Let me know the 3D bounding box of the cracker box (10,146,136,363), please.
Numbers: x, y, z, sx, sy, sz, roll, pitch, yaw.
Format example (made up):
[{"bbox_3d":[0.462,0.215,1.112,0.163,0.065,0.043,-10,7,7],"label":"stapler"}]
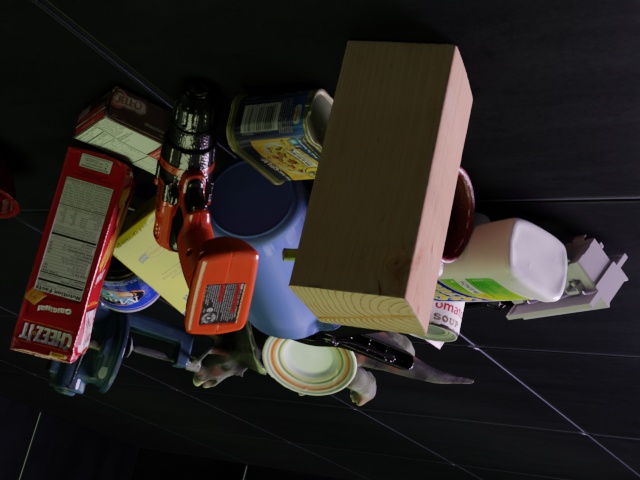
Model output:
[{"bbox_3d":[-0.258,0.017,1.142,0.072,0.214,0.164,16,176,-6],"label":"cracker box"}]

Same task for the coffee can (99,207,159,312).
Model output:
[{"bbox_3d":[-0.257,0.026,1.386,0.103,0.103,0.140,13,161,2],"label":"coffee can"}]

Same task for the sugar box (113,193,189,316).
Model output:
[{"bbox_3d":[-0.164,0.029,1.289,0.093,0.048,0.176,-35,117,21],"label":"sugar box"}]

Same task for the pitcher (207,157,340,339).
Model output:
[{"bbox_3d":[-0.058,0.001,1.168,0.149,0.145,0.243,-3,155,9],"label":"pitcher"}]

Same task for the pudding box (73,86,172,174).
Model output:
[{"bbox_3d":[-0.177,-0.105,1.062,0.113,0.039,0.090,26,159,-27],"label":"pudding box"}]

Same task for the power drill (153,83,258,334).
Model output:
[{"bbox_3d":[-0.107,-0.023,0.967,0.057,0.188,0.185,-3,132,-19],"label":"power drill"}]

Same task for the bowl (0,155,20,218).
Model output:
[{"bbox_3d":[-0.428,-0.083,1.267,0.162,0.055,0.162,12,161,4],"label":"bowl"}]

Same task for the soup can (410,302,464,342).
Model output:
[{"bbox_3d":[0.131,0.056,1.203,0.068,0.102,0.068,12,161,4],"label":"soup can"}]

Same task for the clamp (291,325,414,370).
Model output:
[{"bbox_3d":[0.015,0.112,1.373,0.210,0.036,0.164,12,156,12],"label":"clamp"}]

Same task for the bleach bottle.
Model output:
[{"bbox_3d":[0.125,0.033,1.116,0.102,0.068,0.251,27,155,-37],"label":"bleach bottle"}]

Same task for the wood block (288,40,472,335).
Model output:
[{"bbox_3d":[0.051,-0.042,0.823,0.091,0.206,0.090,6,160,19],"label":"wood block"}]

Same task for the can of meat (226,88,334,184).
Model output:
[{"bbox_3d":[-0.021,-0.093,0.959,0.084,0.057,0.102,-1,157,32],"label":"can of meat"}]
